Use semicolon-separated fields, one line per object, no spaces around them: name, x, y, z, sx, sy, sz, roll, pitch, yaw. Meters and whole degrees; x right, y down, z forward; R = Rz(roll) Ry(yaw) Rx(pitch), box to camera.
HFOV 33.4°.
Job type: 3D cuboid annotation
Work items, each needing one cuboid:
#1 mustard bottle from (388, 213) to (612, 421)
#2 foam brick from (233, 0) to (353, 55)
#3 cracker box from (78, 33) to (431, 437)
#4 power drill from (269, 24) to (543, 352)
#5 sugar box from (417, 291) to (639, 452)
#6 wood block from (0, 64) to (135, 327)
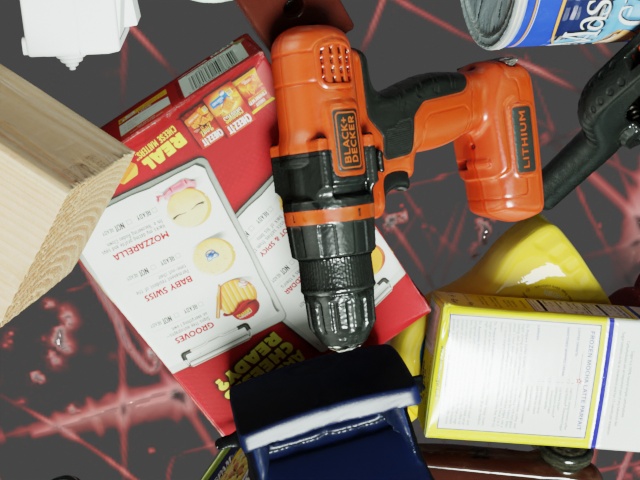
mustard bottle;0.107;0.072;0.761;0.191;0.058;0.096;-37;114;4
foam brick;-0.025;-0.148;0.627;0.053;0.051;0.078;-36;139;3
cracker box;-0.054;0.001;0.686;0.164;0.072;0.213;-34;117;2
power drill;0.055;-0.038;0.644;0.187;0.057;0.184;-10;96;-40
sugar box;0.158;0.088;0.712;0.176;0.048;0.093;5;102;-6
wood block;-0.218;-0.058;0.565;0.206;0.090;0.091;33;113;1
